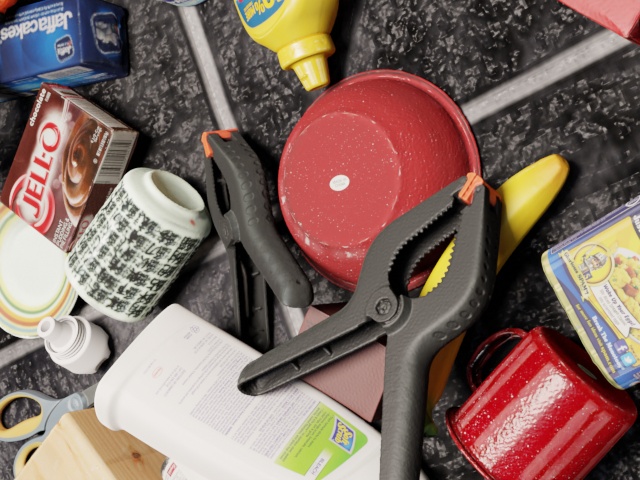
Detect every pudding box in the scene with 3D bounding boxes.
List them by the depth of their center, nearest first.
[{"bbox_3d":[-0.205,-0.059,0.867,0.090,0.039,0.113,33,106,27],"label":"pudding box"}]

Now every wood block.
[{"bbox_3d":[-0.130,0.231,0.814,0.206,0.090,0.090,48,112,23],"label":"wood block"}]

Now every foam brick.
[{"bbox_3d":[0.025,0.082,0.743,0.078,0.051,0.053,29,103,28],"label":"foam brick"}]

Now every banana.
[{"bbox_3d":[0.098,0.032,0.690,0.070,0.037,0.198,17,79,53],"label":"banana"}]

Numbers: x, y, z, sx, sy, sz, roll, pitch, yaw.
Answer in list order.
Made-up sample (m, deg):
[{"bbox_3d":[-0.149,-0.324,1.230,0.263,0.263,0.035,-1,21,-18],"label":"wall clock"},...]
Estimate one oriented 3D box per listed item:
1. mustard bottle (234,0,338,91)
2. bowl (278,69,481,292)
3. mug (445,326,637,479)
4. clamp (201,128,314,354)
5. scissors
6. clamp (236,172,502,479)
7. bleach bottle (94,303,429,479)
[{"bbox_3d":[-0.033,-0.200,0.765,0.096,0.058,0.191,-21,89,54],"label":"mustard bottle"},{"bbox_3d":[0.027,-0.041,0.741,0.162,0.055,0.162,0,90,32],"label":"bowl"},{"bbox_3d":[0.133,0.101,0.662,0.081,0.093,0.117,-51,38,15],"label":"mug"},{"bbox_3d":[-0.055,0.001,0.789,0.120,0.039,0.171,-55,46,48],"label":"clamp"},{"bbox_3d":[-0.206,0.158,0.905,0.202,0.016,0.096,-13,85,31],"label":"scissors"},{"bbox_3d":[0.040,0.049,0.674,0.165,0.036,0.210,23,82,43],"label":"clamp"},{"bbox_3d":[-0.027,0.146,0.737,0.251,0.102,0.068,30,148,16],"label":"bleach bottle"}]
